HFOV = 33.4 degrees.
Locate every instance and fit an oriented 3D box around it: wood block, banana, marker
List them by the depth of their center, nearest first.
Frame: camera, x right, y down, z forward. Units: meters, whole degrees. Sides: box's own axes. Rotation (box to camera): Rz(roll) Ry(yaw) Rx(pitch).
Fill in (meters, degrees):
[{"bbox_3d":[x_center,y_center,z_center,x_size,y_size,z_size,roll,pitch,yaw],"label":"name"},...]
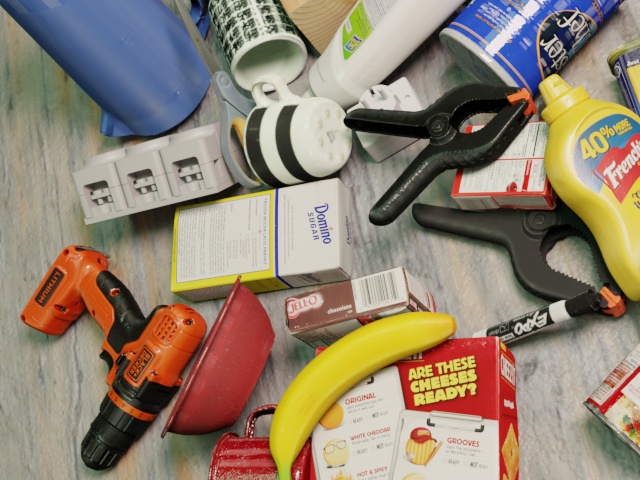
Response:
[{"bbox_3d":[0.022,0.116,0.876,0.198,0.037,0.070,-45,70,2],"label":"banana"},{"bbox_3d":[0.180,0.067,0.888,0.121,0.020,0.020,-27,60,37],"label":"marker"},{"bbox_3d":[-0.018,-0.305,1.104,0.090,0.090,0.206,-33,60,10],"label":"wood block"}]

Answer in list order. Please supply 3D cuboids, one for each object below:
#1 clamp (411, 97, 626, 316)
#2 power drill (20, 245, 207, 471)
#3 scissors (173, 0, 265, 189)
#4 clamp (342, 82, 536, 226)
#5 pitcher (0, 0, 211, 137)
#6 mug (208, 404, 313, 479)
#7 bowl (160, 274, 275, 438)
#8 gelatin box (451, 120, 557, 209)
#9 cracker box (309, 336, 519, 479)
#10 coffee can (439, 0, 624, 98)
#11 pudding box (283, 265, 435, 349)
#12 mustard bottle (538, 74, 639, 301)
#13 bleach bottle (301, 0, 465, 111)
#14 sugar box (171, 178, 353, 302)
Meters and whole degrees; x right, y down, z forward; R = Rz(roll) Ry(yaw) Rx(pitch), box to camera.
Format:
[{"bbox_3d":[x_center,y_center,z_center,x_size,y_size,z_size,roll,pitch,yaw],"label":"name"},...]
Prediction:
[{"bbox_3d":[0.198,-0.022,0.927,0.164,0.036,0.210,-46,55,3],"label":"clamp"},{"bbox_3d":[-0.216,0.107,1.056,0.188,0.057,0.184,38,96,30],"label":"power drill"},{"bbox_3d":[-0.080,-0.150,1.048,0.016,0.096,0.202,-19,87,48],"label":"scissors"},{"bbox_3d":[0.100,-0.097,0.936,0.171,0.039,0.120,-28,64,8],"label":"clamp"},{"bbox_3d":[-0.217,-0.229,1.079,0.145,0.242,0.149,-14,59,21],"label":"pitcher"},{"bbox_3d":[-0.041,0.200,0.924,0.082,0.093,0.117,-5,65,18],"label":"mug"},{"bbox_3d":[-0.085,0.114,0.961,0.055,0.162,0.162,26,81,-4],"label":"bowl"},{"bbox_3d":[0.164,-0.064,0.926,0.089,0.030,0.073,0,64,31],"label":"gelatin box"},{"bbox_3d":[0.078,0.194,0.881,0.164,0.072,0.213,-6,68,22],"label":"cracker box"},{"bbox_3d":[0.192,-0.202,0.961,0.140,0.102,0.103,-47,59,2],"label":"coffee can"},{"bbox_3d":[0.037,0.065,0.938,0.114,0.090,0.039,-14,67,19],"label":"pudding box"},{"bbox_3d":[0.238,-0.053,0.866,0.096,0.058,0.192,-30,80,-19],"label":"mustard bottle"},{"bbox_3d":[0.066,-0.213,1.020,0.251,0.068,0.102,-45,33,27],"label":"bleach bottle"},{"bbox_3d":[-0.057,0.002,1.032,0.176,0.048,0.093,-7,68,18],"label":"sugar box"}]
